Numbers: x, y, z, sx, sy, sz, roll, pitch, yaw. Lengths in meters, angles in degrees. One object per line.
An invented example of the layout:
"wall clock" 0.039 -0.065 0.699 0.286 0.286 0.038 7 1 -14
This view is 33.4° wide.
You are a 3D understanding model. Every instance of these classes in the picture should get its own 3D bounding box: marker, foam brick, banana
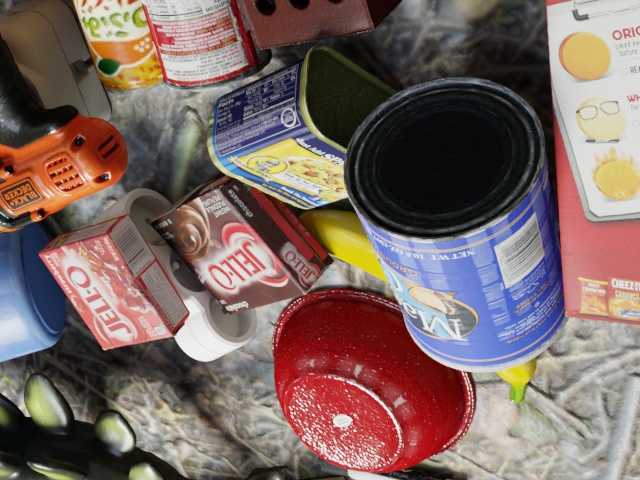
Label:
"marker" 0.054 0.183 0.828 0.121 0.020 0.020 9 128 24
"foam brick" -0.002 -0.144 0.590 0.078 0.051 0.053 -4 121 32
"banana" 0.072 0.036 0.694 0.198 0.037 0.070 40 133 -3

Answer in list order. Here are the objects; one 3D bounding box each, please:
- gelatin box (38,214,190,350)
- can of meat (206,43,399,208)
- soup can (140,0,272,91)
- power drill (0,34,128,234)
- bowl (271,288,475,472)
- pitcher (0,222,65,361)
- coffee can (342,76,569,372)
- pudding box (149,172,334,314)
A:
"gelatin box" -0.143 0.031 0.745 0.073 0.030 0.089 -13 115 37
"can of meat" -0.003 -0.062 0.629 0.084 0.057 0.101 -17 150 40
"soup can" -0.072 -0.146 0.618 0.069 0.068 0.102 4 125 27
"power drill" -0.232 -0.089 0.679 0.185 0.057 0.187 -18 116 34
"bowl" 0.026 0.114 0.768 0.162 0.055 0.162 15 129 19
"pitcher" -0.326 0.066 0.819 0.243 0.145 0.149 -14 115 3
"coffee can" 0.080 -0.005 0.583 0.103 0.102 0.140 8 150 25
"pudding box" -0.055 0.001 0.720 0.090 0.039 0.114 51 151 -12
